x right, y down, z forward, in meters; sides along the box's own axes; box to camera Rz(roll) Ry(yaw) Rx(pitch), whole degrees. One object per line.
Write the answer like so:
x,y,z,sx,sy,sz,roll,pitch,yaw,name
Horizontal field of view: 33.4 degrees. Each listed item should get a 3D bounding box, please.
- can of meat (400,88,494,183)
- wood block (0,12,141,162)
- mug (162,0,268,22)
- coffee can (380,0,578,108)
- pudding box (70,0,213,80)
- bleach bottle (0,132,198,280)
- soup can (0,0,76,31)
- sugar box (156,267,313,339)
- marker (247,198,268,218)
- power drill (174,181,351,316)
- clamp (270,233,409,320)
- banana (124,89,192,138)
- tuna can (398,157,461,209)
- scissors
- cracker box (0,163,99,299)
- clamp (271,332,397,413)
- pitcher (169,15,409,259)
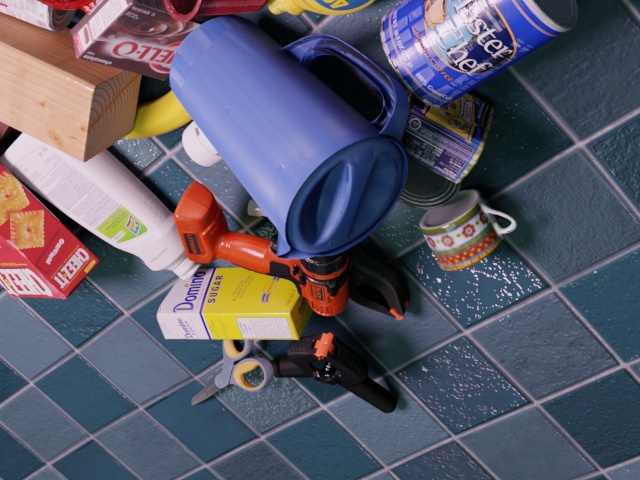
0.113,-0.110,1.010,0.084,0.102,0.058,28,130,-3,can of meat
-0.301,-0.175,1.114,0.206,0.090,0.090,26,125,14,wood block
-0.098,-0.261,0.984,0.093,0.081,0.117,-25,78,56,mug
0.137,-0.194,0.933,0.141,0.102,0.102,-30,110,37,coffee can
-0.170,-0.203,1.036,0.090,0.039,0.113,-36,151,33,pudding box
-0.246,-0.042,1.238,0.250,0.068,0.103,43,131,-15,bleach bottle
-0.305,-0.261,1.089,0.102,0.068,0.069,21,131,6,soup can
-0.094,0.072,1.240,0.176,0.093,0.048,-1,124,22,sugar box
-0.022,-0.027,1.182,0.121,0.020,0.020,10,129,15,marker
-0.057,0.001,1.116,0.188,0.057,0.184,21,152,16,power drill
0.037,0.025,1.173,0.171,0.039,0.120,32,153,-13,clamp
-0.177,-0.148,1.147,0.198,0.037,0.069,-24,96,34,banana
0.104,-0.076,1.083,0.086,0.033,0.086,12,129,14,tuna can
-0.127,0.160,1.366,0.202,0.016,0.096,-16,91,51,scissors
-0.387,-0.023,1.254,0.164,0.072,0.213,-2,135,52,cracker box
0.020,0.152,1.241,0.164,0.036,0.210,18,161,3,clamp
-0.033,-0.114,0.993,0.243,0.149,0.145,48,155,33,pitcher
